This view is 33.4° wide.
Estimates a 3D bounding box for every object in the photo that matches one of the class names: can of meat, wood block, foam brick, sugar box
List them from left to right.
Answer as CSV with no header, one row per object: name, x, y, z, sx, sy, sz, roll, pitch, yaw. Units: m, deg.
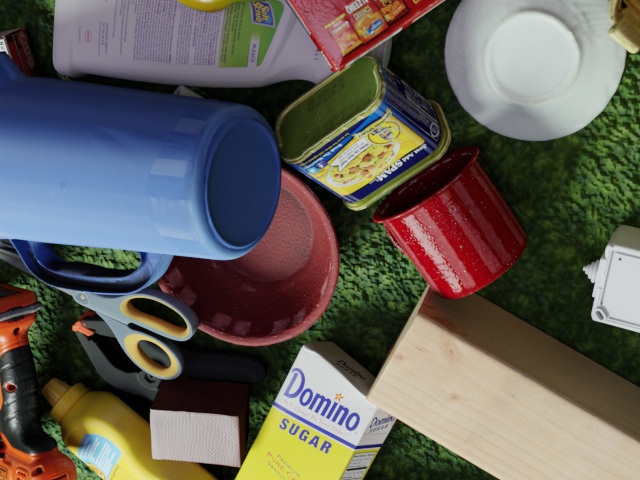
foam brick,-0.101,0.152,0.902,0.078,0.051,0.053,5,115,6
sugar box,-0.010,0.181,0.886,0.093,0.048,0.176,36,110,36
can of meat,0.029,-0.079,0.782,0.102,0.057,0.083,-33,140,25
wood block,0.152,0.124,0.825,0.206,0.090,0.090,30,116,4

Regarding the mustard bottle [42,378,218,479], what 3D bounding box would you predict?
mustard bottle,-0.174,0.191,0.960,0.191,0.058,0.096,39,144,6

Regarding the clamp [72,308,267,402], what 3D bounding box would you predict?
clamp,-0.133,0.108,0.936,0.171,0.039,0.120,40,110,-8

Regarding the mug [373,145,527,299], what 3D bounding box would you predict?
mug,0.093,-0.008,0.802,0.081,0.093,0.117,54,146,-12

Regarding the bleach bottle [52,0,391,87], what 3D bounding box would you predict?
bleach bottle,-0.073,-0.154,0.806,0.251,0.068,0.103,12,109,10

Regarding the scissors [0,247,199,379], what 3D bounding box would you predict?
scissors,-0.189,0.063,0.906,0.202,0.016,0.096,11,124,25

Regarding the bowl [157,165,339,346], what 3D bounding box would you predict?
bowl,-0.056,0.001,0.862,0.162,0.055,0.162,6,111,15

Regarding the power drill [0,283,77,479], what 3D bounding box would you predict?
power drill,-0.288,0.134,0.961,0.185,0.057,0.187,4,107,48

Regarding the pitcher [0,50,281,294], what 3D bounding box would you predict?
pitcher,-0.153,-0.044,0.789,0.243,0.149,0.145,9,70,31
